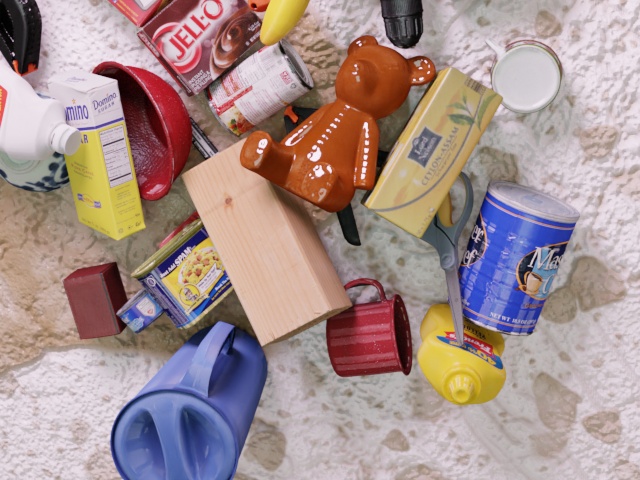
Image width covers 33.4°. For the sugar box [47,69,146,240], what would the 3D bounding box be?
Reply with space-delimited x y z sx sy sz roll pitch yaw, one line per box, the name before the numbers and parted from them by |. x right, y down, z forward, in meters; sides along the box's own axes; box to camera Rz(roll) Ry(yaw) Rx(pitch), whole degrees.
sugar box | -0.249 -0.095 1.186 0.093 0.048 0.176 20 129 45

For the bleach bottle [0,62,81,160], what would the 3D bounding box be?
bleach bottle | -0.366 -0.159 1.169 0.251 0.068 0.102 24 89 19

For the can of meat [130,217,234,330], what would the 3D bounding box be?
can of meat | -0.145 0.038 1.190 0.102 0.058 0.084 -43 101 -24

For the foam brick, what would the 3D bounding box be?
foam brick | -0.264 0.072 1.270 0.051 0.053 0.078 -12 102 11

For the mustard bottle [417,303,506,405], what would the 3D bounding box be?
mustard bottle | 0.152 0.129 1.150 0.096 0.191 0.058 27 107 0

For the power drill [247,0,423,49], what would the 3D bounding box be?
power drill | 0.014 -0.285 1.110 0.188 0.057 0.184 -2 105 20

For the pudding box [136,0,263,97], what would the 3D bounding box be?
pudding box | -0.127 -0.223 1.145 0.113 0.039 0.090 -45 106 -15

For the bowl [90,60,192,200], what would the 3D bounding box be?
bowl | -0.190 -0.128 1.178 0.162 0.055 0.162 32 136 37

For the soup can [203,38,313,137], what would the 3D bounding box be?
soup can | -0.067 -0.168 1.165 0.102 0.068 0.068 -31 99 15

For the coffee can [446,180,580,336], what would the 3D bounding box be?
coffee can | 0.208 0.018 1.157 0.103 0.102 0.140 19 107 3

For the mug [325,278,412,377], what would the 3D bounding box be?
mug | 0.053 0.100 1.212 0.082 0.093 0.117 -8 101 15

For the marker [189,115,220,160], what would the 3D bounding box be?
marker | -0.151 -0.131 1.214 0.020 0.020 0.121 -36 98 16

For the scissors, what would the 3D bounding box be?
scissors | 0.123 0.018 1.156 0.096 0.016 0.201 -6 67 37

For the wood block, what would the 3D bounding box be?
wood block | -0.058 0.001 1.169 0.091 0.090 0.206 -28 82 16

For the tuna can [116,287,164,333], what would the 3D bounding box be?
tuna can | -0.194 0.068 1.241 0.086 0.086 0.033 -40 98 16

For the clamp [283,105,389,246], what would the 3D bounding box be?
clamp | 0.019 -0.079 1.188 0.171 0.039 0.120 35 88 1

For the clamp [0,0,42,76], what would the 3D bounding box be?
clamp | -0.344 -0.283 1.162 0.165 0.036 0.210 4 119 44

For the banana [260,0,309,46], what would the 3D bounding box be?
banana | -0.027 -0.293 1.072 0.070 0.037 0.198 15 110 38

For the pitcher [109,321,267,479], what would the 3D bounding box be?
pitcher | -0.128 0.171 1.177 0.149 0.242 0.145 -26 100 14
